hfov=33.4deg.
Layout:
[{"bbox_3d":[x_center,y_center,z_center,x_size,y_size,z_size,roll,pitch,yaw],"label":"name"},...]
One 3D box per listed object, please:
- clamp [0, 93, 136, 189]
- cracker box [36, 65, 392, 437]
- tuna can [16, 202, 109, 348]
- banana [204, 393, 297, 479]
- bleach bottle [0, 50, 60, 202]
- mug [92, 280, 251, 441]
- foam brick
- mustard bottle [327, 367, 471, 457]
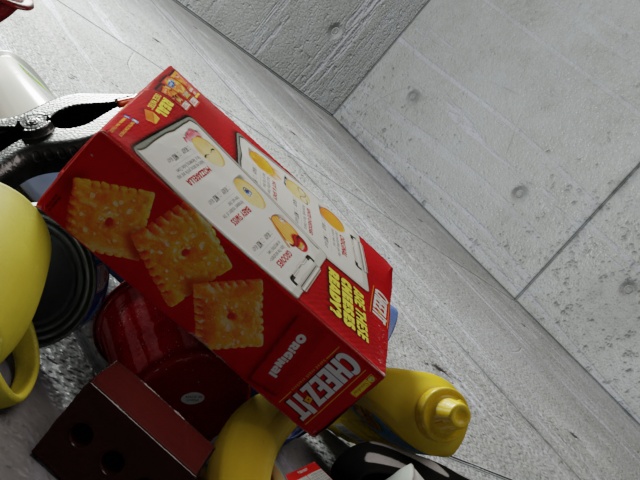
[{"bbox_3d":[-0.214,-0.075,0.777,0.120,0.171,0.039,45,-33,37],"label":"clamp"},{"bbox_3d":[-0.054,0.001,0.673,0.213,0.072,0.164,42,20,-11],"label":"cracker box"},{"bbox_3d":[-0.172,0.020,0.641,0.086,0.086,0.033,41,9,1],"label":"tuna can"},{"bbox_3d":[-0.034,0.150,0.611,0.069,0.037,0.197,14,38,-4],"label":"banana"},{"bbox_3d":[-0.252,-0.105,0.944,0.102,0.068,0.251,53,-4,-37],"label":"bleach bottle"},{"bbox_3d":[-0.091,0.086,0.691,0.081,0.093,0.117,-120,-165,-49],"label":"mug"},{"bbox_3d":[-0.105,0.113,0.579,0.078,0.053,0.051,41,10,1],"label":"foam brick"},{"bbox_3d":[0.063,0.137,0.854,0.096,0.058,0.192,37,-18,-15],"label":"mustard bottle"}]
